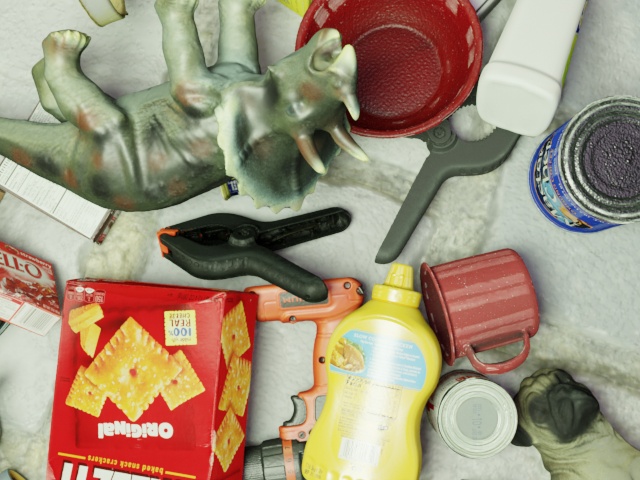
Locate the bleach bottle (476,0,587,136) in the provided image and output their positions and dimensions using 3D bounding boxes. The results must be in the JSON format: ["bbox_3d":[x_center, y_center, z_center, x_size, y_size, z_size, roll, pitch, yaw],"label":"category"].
[{"bbox_3d":[0.206,-0.221,0.920,0.068,0.102,0.250,20,76,9],"label":"bleach bottle"}]

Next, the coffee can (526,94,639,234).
[{"bbox_3d":[0.238,-0.060,0.904,0.103,0.140,0.103,0,87,1],"label":"coffee can"}]

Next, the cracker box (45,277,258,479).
[{"bbox_3d":[-0.147,0.143,0.912,0.164,0.072,0.214,4,86,25],"label":"cracker box"}]

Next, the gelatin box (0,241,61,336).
[{"bbox_3d":[-0.270,0.035,0.917,0.089,0.073,0.030,31,112,-38],"label":"gelatin box"}]

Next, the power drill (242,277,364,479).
[{"bbox_3d":[-0.021,0.130,0.944,0.184,0.057,0.187,-7,90,-3],"label":"power drill"}]

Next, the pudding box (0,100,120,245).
[{"bbox_3d":[-0.227,-0.062,0.967,0.113,0.039,0.090,31,88,5],"label":"pudding box"}]

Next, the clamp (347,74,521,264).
[{"bbox_3d":[0.097,-0.098,0.961,0.210,0.036,0.164,-32,80,-3],"label":"clamp"}]

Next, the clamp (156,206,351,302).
[{"bbox_3d":[-0.056,0.001,0.945,0.172,0.120,0.039,11,123,17],"label":"clamp"}]

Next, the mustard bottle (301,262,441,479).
[{"bbox_3d":[0.049,0.113,0.887,0.096,0.058,0.191,11,88,15],"label":"mustard bottle"}]

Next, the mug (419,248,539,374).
[{"bbox_3d":[0.141,0.063,0.920,0.081,0.093,0.117,-14,50,-4],"label":"mug"}]

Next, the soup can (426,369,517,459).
[{"bbox_3d":[0.128,0.147,0.915,0.068,0.102,0.068,0,87,1],"label":"soup can"}]

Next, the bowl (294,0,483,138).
[{"bbox_3d":[0.060,-0.157,0.930,0.162,0.055,0.162,-2,76,7],"label":"bowl"}]
